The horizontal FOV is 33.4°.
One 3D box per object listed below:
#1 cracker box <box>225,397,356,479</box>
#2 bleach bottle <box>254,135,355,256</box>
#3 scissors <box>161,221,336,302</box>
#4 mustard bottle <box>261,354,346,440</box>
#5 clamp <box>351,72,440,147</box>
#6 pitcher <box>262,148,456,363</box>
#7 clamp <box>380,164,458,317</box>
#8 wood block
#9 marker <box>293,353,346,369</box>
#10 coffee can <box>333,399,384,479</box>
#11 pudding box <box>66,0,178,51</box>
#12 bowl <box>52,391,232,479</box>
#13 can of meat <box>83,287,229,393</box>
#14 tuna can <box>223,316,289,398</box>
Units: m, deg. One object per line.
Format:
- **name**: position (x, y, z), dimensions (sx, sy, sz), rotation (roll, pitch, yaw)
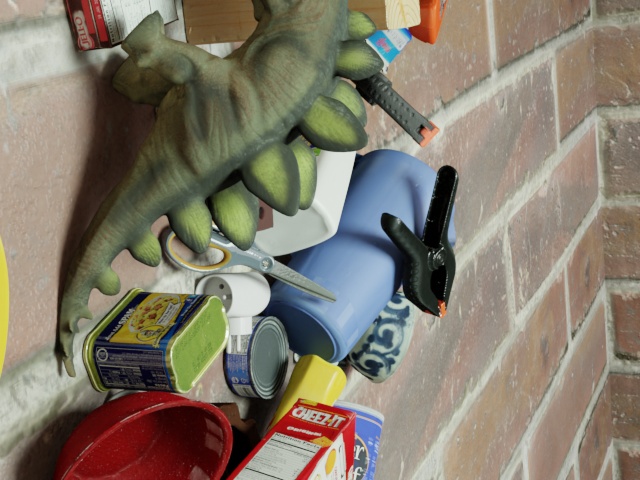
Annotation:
- **cracker box**: position (-0.042, 0.268, 0.972), dimensions (0.213, 0.072, 0.164), rotation (-42, 139, -55)
- **bleach bottle**: position (-0.010, -0.095, 1.182), dimensions (0.068, 0.103, 0.250), rotation (56, 31, -31)
- **scissors**: position (-0.057, 0.001, 1.028), dimensions (0.201, 0.016, 0.096), rotation (11, 95, -33)
- **mustard bottle**: position (-0.039, 0.217, 1.116), dimensions (0.191, 0.058, 0.096), rotation (-62, 179, -19)
- **clamp**: position (0.054, -0.184, 1.230), dimensions (0.036, 0.210, 0.164), rotation (-48, 146, 8)
- **pitcher**: position (0.032, 0.012, 1.199), dimensions (0.242, 0.149, 0.145), rotation (-52, 135, -33)
- **clamp**: position (0.121, 0.005, 1.162), dimensions (0.120, 0.039, 0.171), rotation (-40, 136, -25)
- **wood block**: position (-0.020, -0.238, 1.004), dimensions (0.090, 0.206, 0.091), rotation (-30, 118, -61)
- **marker**: position (0.002, 0.143, 1.282), dimensions (0.121, 0.020, 0.020), rotation (23, 70, -64)
- **coffee can**: position (0.011, 0.259, 1.203), dimensions (0.102, 0.103, 0.140), rotation (46, 50, -57)
- **pudding box**: position (-0.168, -0.214, 0.888), dimensions (0.113, 0.039, 0.090), rotation (-41, 128, -56)
- **bowl**: position (-0.152, 0.175, 0.855), dimensions (0.161, 0.055, 0.162), rotation (-25, 137, -25)
- **can of meat**: position (-0.136, 0.085, 0.905), dimensions (0.102, 0.084, 0.057), rotation (-53, 137, -52)
- **tuna can**: position (-0.067, 0.122, 1.116), dimensions (0.086, 0.034, 0.086), rotation (0, 90, -65)
